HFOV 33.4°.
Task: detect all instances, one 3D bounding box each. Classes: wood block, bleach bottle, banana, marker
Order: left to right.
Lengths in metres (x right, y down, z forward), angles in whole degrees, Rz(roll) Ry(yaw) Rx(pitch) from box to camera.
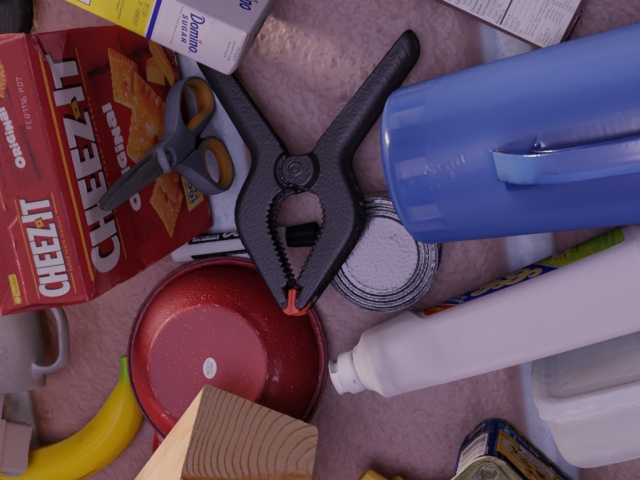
[{"bbox_3d":[-0.214,0.169,0.884,0.198,0.037,0.070,-32,71,16],"label":"banana"},{"bbox_3d":[-0.091,0.205,0.779,0.090,0.090,0.206,24,135,-13],"label":"wood block"},{"bbox_3d":[-0.055,0.001,0.812,0.121,0.020,0.020,-6,101,15],"label":"marker"},{"bbox_3d":[0.122,0.058,0.738,0.251,0.102,0.068,-21,94,16],"label":"bleach bottle"}]

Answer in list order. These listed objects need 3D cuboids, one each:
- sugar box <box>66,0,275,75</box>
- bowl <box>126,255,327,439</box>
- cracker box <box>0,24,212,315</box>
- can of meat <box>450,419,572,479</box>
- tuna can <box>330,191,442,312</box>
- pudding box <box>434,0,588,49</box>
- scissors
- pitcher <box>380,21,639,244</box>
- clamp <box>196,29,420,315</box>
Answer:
[{"bbox_3d":[-0.121,-0.184,0.731,0.176,0.093,0.048,27,132,-4],"label":"sugar box"},{"bbox_3d":[-0.078,0.092,0.801,0.162,0.055,0.162,0,89,11],"label":"bowl"},{"bbox_3d":[-0.152,-0.060,0.719,0.072,0.213,0.164,-9,100,16],"label":"cracker box"},{"bbox_3d":[0.142,0.186,0.773,0.102,0.083,0.057,43,109,1],"label":"can of meat"},{"bbox_3d":[0.046,0.007,0.781,0.086,0.033,0.086,3,103,13],"label":"tuna can"},{"bbox_3d":[0.130,-0.186,0.714,0.113,0.039,0.090,28,109,8],"label":"pudding box"},{"bbox_3d":[-0.098,-0.043,0.730,0.016,0.201,0.096,-14,122,20],"label":"scissors"},{"bbox_3d":[0.163,-0.064,0.667,0.243,0.149,0.145,-9,59,22],"label":"pitcher"},{"bbox_3d":[-0.023,-0.054,0.760,0.165,0.036,0.210,8,86,15],"label":"clamp"}]
